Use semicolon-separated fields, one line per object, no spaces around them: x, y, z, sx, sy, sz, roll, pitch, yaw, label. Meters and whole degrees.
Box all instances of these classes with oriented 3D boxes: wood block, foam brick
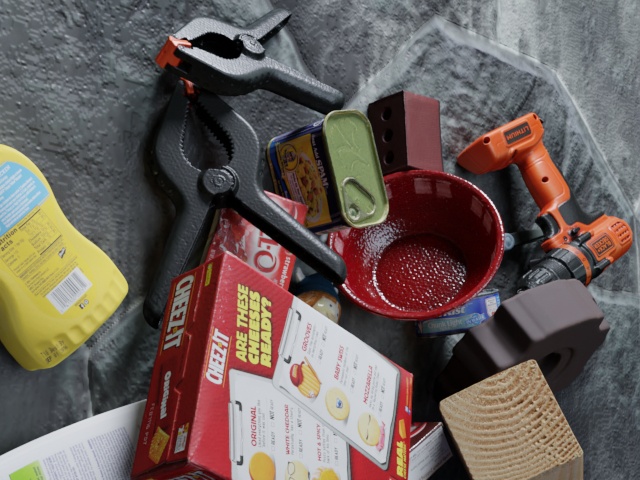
0.173;0.193;0.945;0.206;0.090;0.091;63;2;-62;wood block
0.083;-0.098;1.038;0.051;0.053;0.078;7;75;-41;foam brick

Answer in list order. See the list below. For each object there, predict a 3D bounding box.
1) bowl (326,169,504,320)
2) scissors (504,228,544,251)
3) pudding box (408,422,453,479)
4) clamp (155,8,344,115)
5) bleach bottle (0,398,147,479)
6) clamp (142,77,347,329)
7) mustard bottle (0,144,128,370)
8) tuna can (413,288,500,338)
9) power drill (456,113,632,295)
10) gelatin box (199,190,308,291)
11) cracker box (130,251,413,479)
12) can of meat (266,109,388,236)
0.088;0.015;0.977;0.055;0.162;0.162;70;36;-55;bowl
0.190;0.020;1.132;0.201;0.016;0.096;10;76;-40;scissors
0.046;0.197;0.915;0.113;0.090;0.039;-34;104;-40;pudding box
-0.057;-0.148;0.905;0.171;0.039;0.120;-18;59;-45;clamp
-0.188;0.175;0.729;0.250;0.068;0.102;-11;65;-37;bleach bottle
-0.072;-0.038;0.861;0.164;0.036;0.210;-6;70;-15;clamp
-0.224;-0.009;0.742;0.096;0.058;0.191;-48;113;-36;mustard bottle
0.130;0.070;1.021;0.085;0.086;0.034;-9;88;-42;tuna can
0.224;-0.030;1.112;0.184;0.057;0.188;-27;82;-41;power drill
-0.056;0.001;0.891;0.073;0.030;0.089;19;67;-11;gelatin box
-0.025;0.133;0.780;0.213;0.072;0.164;35;45;-33;cracker box
0.004;-0.055;0.937;0.057;0.084;0.102;-12;89;-43;can of meat
